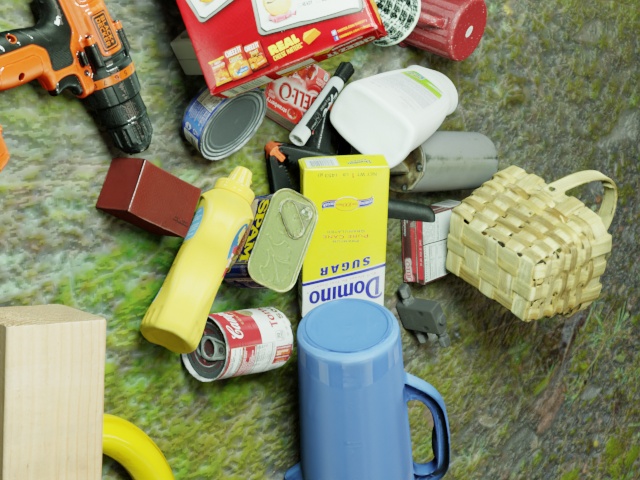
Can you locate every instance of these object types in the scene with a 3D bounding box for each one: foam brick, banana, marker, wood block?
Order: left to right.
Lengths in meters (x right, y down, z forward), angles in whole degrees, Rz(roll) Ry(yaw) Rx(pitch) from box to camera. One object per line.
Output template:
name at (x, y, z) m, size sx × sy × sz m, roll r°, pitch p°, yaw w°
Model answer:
wood block at (-0.243, 0.164, 0.904) m, size 0.090 × 0.091 × 0.206 m, roll -2°, pitch 96°, yaw -40°
banana at (-0.182, 0.226, 1.037) m, size 0.069 × 0.037 × 0.197 m, roll -37°, pitch 124°, yaw -4°
foam brick at (-0.162, -0.040, 1.007) m, size 0.078 × 0.051 × 0.053 m, roll 30°, pitch 74°, yaw -47°
marker at (0.003, -0.151, 1.158) m, size 0.121 × 0.020 × 0.020 m, roll -57°, pitch 133°, yaw -28°

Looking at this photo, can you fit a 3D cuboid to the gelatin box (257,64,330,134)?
gelatin box at (-0.033, -0.164, 1.153) m, size 0.089 × 0.030 × 0.073 m, roll 28°, pitch 75°, yaw -47°

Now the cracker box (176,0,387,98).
cracker box at (-0.053, -0.256, 0.966) m, size 0.072 × 0.164 × 0.214 m, roll -17°, pitch 87°, yaw -77°

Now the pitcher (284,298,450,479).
pitcher at (0.047, 0.186, 1.166) m, size 0.149 × 0.145 × 0.243 m, roll -29°, pitch 131°, yaw -33°

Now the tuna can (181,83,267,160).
tuna can at (-0.095, -0.123, 1.053) m, size 0.086 × 0.034 × 0.086 m, roll -39°, pitch 158°, yaw -20°

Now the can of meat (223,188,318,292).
can of meat at (-0.057, 0.001, 1.099) m, size 0.057 × 0.084 × 0.102 m, roll 26°, pitch 75°, yaw -27°

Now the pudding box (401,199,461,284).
pudding box at (0.151, 0.001, 1.382) m, size 0.113 × 0.039 × 0.090 m, roll -16°, pitch 109°, yaw -45°

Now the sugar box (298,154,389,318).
sugar box at (0.024, -0.003, 1.148) m, size 0.093 × 0.048 × 0.176 m, roll -3°, pitch 112°, yaw -6°

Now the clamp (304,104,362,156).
clamp at (0.031, -0.080, 1.231) m, size 0.120 × 0.039 × 0.171 m, roll -27°, pitch 119°, yaw -43°

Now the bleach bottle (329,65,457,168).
bleach bottle at (0.107, -0.155, 1.244) m, size 0.068 × 0.102 × 0.250 m, roll -55°, pitch 167°, yaw 28°

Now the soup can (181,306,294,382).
soup can at (-0.084, 0.106, 1.104) m, size 0.102 × 0.069 × 0.068 m, roll -4°, pitch 98°, yaw -49°

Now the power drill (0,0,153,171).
power drill at (-0.235, -0.125, 0.908) m, size 0.187 × 0.057 × 0.184 m, roll -43°, pitch 122°, yaw -40°

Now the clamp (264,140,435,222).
clamp at (0.007, -0.025, 1.183) m, size 0.209 × 0.036 × 0.164 m, roll 38°, pitch 94°, yaw -24°

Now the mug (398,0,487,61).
mug at (0.140, -0.265, 1.276) m, size 0.117 × 0.082 × 0.093 m, roll -3°, pitch 116°, yaw -56°

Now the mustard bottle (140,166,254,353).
mustard bottle at (-0.112, 0.013, 1.043) m, size 0.058 × 0.096 × 0.191 m, roll 24°, pitch 71°, yaw -5°
